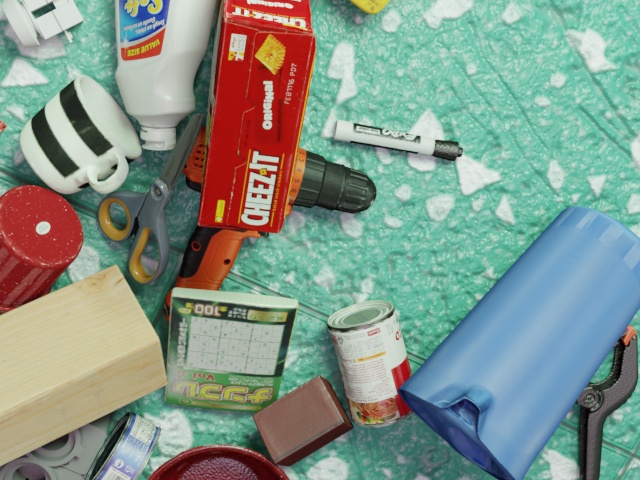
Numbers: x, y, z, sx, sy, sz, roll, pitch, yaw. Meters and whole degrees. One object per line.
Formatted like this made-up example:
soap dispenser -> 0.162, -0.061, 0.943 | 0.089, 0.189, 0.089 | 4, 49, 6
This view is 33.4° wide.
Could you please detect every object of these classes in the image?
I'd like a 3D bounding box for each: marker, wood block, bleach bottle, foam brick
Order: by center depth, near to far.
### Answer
bleach bottle -> -0.127, -0.200, 0.899 | 0.103, 0.067, 0.251 | 14, 108, 32
wood block -> -0.248, 0.117, 0.924 | 0.205, 0.091, 0.090 | -25, 149, -18
marker -> 0.072, -0.091, 0.980 | 0.121, 0.020, 0.020 | 10, 103, -8
foam brick -> -0.016, 0.173, 1.014 | 0.078, 0.053, 0.051 | -31, 70, 2

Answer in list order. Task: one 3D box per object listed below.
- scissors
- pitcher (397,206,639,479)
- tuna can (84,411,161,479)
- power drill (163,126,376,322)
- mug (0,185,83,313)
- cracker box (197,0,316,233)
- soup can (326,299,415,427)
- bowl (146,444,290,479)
scissors -> -0.151, -0.048, 0.919 | 0.096, 0.016, 0.202 | 36, 131, 24
pitcher -> 0.193, 0.093, 0.969 | 0.242, 0.149, 0.145 | -49, 116, -11
tuna can -> -0.186, 0.204, 0.999 | 0.033, 0.086, 0.086 | 33, 99, -11
power drill -> -0.056, 0.001, 0.975 | 0.184, 0.057, 0.188 | 15, 101, -9
mug -> -0.267, 0.000, 0.917 | 0.117, 0.093, 0.082 | 27, 137, -25
cracker box -> -0.050, -0.128, 0.842 | 0.072, 0.213, 0.164 | 6, 120, -7
soup can -> 0.049, 0.115, 1.007 | 0.068, 0.068, 0.102 | -15, 105, -1
bowl -> -0.100, 0.262, 1.037 | 0.162, 0.055, 0.162 | -1, 105, -5
